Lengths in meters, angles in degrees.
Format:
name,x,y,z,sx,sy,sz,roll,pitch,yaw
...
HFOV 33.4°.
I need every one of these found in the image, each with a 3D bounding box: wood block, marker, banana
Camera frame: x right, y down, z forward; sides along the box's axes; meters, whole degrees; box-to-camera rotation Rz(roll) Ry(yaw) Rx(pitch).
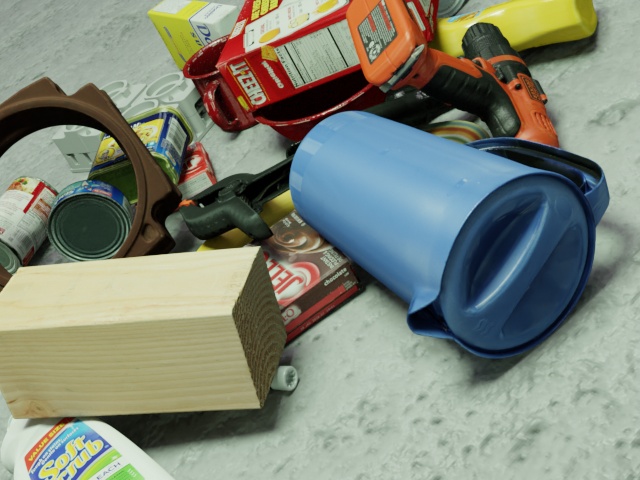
name,x,y,z,sx,sy,sz,roll,pitch,yaw
wood block,-0.141,0.071,0.817,0.206,0.091,0.090,-5,31,17
marker,-0.071,0.108,0.852,0.121,0.020,0.020,-3,40,36
banana,-0.061,-0.007,0.988,0.197,0.037,0.070,-35,30,-10

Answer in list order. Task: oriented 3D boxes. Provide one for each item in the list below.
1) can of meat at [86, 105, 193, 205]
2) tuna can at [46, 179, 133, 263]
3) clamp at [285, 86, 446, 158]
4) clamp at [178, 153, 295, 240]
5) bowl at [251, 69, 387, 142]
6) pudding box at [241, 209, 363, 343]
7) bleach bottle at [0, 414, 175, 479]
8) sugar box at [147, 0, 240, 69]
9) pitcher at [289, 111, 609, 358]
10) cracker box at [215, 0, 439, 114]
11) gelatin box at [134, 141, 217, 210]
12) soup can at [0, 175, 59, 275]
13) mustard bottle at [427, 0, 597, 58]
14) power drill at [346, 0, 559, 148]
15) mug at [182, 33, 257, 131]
name,x,y,z,sx,sy,sz,roll,pitch,yaw
can of meat,-0.191,-0.086,1.124,0.102,0.057,0.084,-17,37,19
tuna can,-0.235,-0.019,1.095,0.086,0.086,0.034,-24,30,8
clamp,0.079,-0.122,0.995,0.209,0.036,0.165,-24,5,-14
clamp,-0.072,-0.029,0.945,0.172,0.039,0.120,-19,20,41
bowl,0.011,-0.148,1.113,0.162,0.055,0.162,-21,33,14
pudding box,-0.028,0.031,0.907,0.090,0.039,0.114,-35,32,-8
bleach bottle,-0.183,0.183,0.794,0.102,0.068,0.251,-41,32,-21
sugar box,-0.144,-0.253,1.346,0.048,0.093,0.176,-41,33,-17
pitcher,0.086,-0.025,0.805,0.243,0.149,0.145,34,109,53
cracker box,0.014,-0.226,1.095,0.214,0.072,0.164,-19,31,22
gelatin box,-0.158,-0.063,1.149,0.089,0.030,0.073,-28,32,2
soup can,-0.337,-0.015,1.186,0.069,0.068,0.102,-8,38,30
mustard bottle,0.171,-0.206,1.059,0.192,0.058,0.096,-11,10,27
power drill,0.112,-0.155,0.910,0.057,0.187,0.184,-48,38,30
mug,-0.100,-0.172,1.208,0.093,0.081,0.117,-12,35,25
